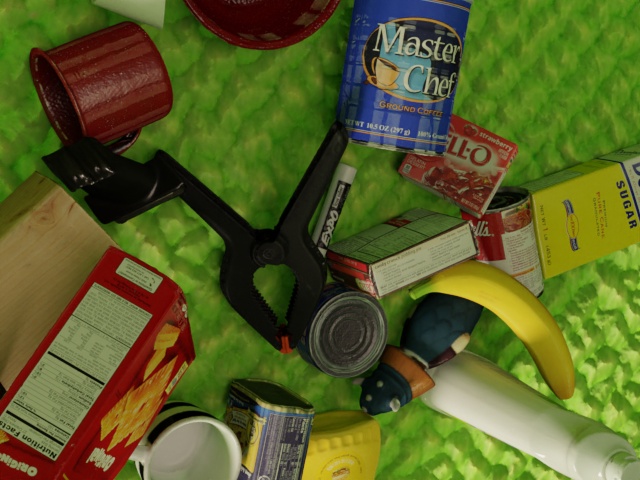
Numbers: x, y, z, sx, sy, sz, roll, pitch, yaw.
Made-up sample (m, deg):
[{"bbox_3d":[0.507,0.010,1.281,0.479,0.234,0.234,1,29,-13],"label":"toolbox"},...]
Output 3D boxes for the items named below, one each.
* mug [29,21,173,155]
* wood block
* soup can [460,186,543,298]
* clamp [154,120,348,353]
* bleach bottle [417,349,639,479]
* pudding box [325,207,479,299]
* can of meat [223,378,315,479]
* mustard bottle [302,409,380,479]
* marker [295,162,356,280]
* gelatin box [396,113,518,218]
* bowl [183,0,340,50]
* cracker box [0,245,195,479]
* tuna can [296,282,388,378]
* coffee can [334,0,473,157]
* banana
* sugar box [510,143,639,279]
[{"bbox_3d":[-0.168,-0.112,0.838,0.081,0.093,0.117,-28,141,-24],"label":"mug"},{"bbox_3d":[-0.256,0.053,0.822,0.206,0.090,0.090,-46,116,-11],"label":"wood block"},{"bbox_3d":[0.177,0.006,1.035,0.068,0.069,0.102,-20,110,-21],"label":"soup can"},{"bbox_3d":[-0.056,0.001,0.927,0.164,0.036,0.210,-2,112,-2],"label":"clamp"},{"bbox_3d":[0.194,0.166,0.972,0.102,0.251,0.068,24,90,-28],"label":"bleach bottle"},{"bbox_3d":[0.073,0.010,0.973,0.113,0.090,0.039,-24,110,-20],"label":"pudding box"},{"bbox_3d":[-0.050,0.174,0.942,0.057,0.102,0.084,9,94,-29],"label":"can of meat"},{"bbox_3d":[0.010,0.261,1.013,0.096,0.058,0.192,-8,104,-23],"label":"mustard bottle"},{"bbox_3d":[0.004,-0.012,0.974,0.020,0.020,0.121,19,92,-28],"label":"marker"},{"bbox_3d":[0.127,-0.074,0.988,0.089,0.030,0.073,29,88,15],"label":"gelatin box"},{"bbox_3d":[-0.056,-0.238,0.877,0.161,0.055,0.162,-5,103,-25],"label":"bowl"},{"bbox_3d":[-0.175,0.132,0.784,0.072,0.164,0.213,27,67,9],"label":"cracker box"},{"bbox_3d":[0.020,0.084,0.994,0.086,0.034,0.086,-6,103,-25],"label":"tuna can"},{"bbox_3d":[0.071,-0.150,0.931,0.102,0.103,0.140,5,99,-27],"label":"coffee can"},{"bbox_3d":[0.174,0.073,0.999,0.197,0.037,0.069,34,96,-13],"label":"banana"},{"bbox_3d":[0.280,-0.032,1.090,0.176,0.048,0.093,-19,108,-20],"label":"sugar box"}]
